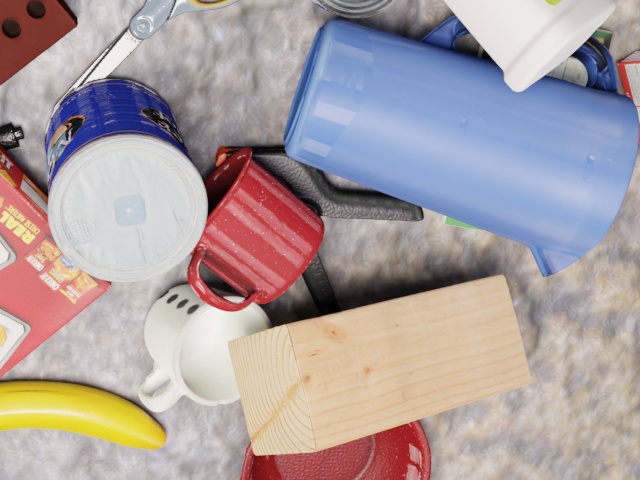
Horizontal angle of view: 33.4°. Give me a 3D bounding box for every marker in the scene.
[{"bbox_3d":[-0.278,-0.061,0.788,0.121,0.020,0.020,-19,109,-6],"label":"marker"}]

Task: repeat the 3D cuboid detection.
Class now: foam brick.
[{"bbox_3d":[-0.218,-0.152,0.757,0.078,0.051,0.053,-39,110,1],"label":"foam brick"}]

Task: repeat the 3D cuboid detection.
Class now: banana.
[{"bbox_3d":[-0.223,0.143,0.852,0.197,0.037,0.070,-3,124,-10],"label":"banana"}]

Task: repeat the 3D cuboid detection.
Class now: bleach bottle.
[{"bbox_3d":[0.089,-0.224,0.749,0.251,0.102,0.068,48,137,6],"label":"bleach bottle"}]

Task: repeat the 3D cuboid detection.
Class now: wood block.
[{"bbox_3d":[0.048,0.093,0.810,0.205,0.091,0.090,-11,85,-34],"label":"wood block"}]

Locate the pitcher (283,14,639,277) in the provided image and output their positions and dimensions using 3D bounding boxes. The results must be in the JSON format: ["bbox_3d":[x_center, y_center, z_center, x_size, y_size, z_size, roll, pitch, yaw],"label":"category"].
[{"bbox_3d":[0.104,-0.089,0.798,0.242,0.149,0.145,17,129,-7],"label":"pitcher"}]

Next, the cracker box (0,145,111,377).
[{"bbox_3d":[-0.286,0.031,0.775,0.214,0.072,0.164,-39,115,6],"label":"cracker box"}]

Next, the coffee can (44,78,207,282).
[{"bbox_3d":[-0.140,-0.046,0.749,0.102,0.140,0.103,-6,115,-13],"label":"coffee can"}]

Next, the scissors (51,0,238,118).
[{"bbox_3d":[-0.134,-0.179,0.785,0.201,0.016,0.096,-30,108,-2],"label":"scissors"}]

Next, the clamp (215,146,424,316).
[{"bbox_3d":[-0.016,-0.011,0.847,0.171,0.039,0.120,26,95,-11],"label":"clamp"}]

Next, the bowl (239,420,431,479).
[{"bbox_3d":[0.009,0.186,0.899,0.162,0.055,0.162,-3,106,-11],"label":"bowl"}]

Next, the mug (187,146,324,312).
[{"bbox_3d":[-0.055,0.001,0.774,0.081,0.117,0.093,39,139,-18],"label":"mug"}]
